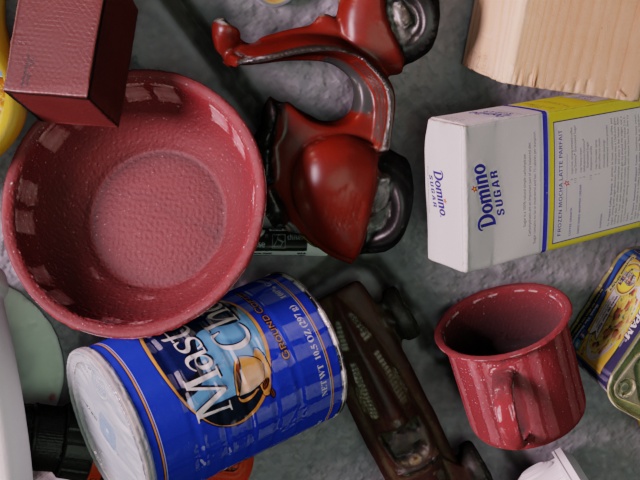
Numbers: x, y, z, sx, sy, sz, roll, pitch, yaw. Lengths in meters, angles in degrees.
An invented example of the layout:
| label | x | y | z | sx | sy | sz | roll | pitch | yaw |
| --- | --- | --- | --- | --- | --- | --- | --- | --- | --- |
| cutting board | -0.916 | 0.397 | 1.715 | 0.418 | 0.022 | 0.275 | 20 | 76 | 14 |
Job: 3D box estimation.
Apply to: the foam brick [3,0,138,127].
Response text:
| label | x | y | z | sx | sy | sz | roll | pitch | yaw |
| --- | --- | --- | --- | --- | --- | --- | --- | --- | --- |
| foam brick | -0.142 | -0.111 | 0.614 | 0.053 | 0.051 | 0.078 | 6 | 79 | 11 |

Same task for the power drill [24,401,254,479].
| label | x | y | z | sx | sy | sz | roll | pitch | yaw |
| --- | --- | --- | --- | --- | --- | --- | --- | --- | --- |
| power drill | -0.137 | 0.198 | 0.680 | 0.184 | 0.057 | 0.187 | 10 | 73 | -17 |

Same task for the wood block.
| label | x | y | z | sx | sy | sz | roll | pitch | yaw |
| --- | --- | --- | --- | --- | --- | --- | --- | --- | --- |
| wood block | 0.159 | -0.196 | 0.645 | 0.090 | 0.090 | 0.206 | 7 | 105 | -11 |

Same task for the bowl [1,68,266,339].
| label | x | y | z | sx | sy | sz | roll | pitch | yaw |
| --- | --- | --- | --- | --- | --- | --- | --- | --- | --- |
| bowl | -0.106 | -0.019 | 0.645 | 0.162 | 0.055 | 0.162 | -2 | 79 | 9 |

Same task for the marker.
| label | x | y | z | sx | sy | sz | roll | pitch | yaw |
| --- | --- | --- | --- | --- | --- | --- | --- | --- | --- |
| marker | -0.055 | 0.001 | 0.700 | 0.121 | 0.020 | 0.020 | 0 | 106 | -10 |

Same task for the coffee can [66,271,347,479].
| label | x | y | z | sx | sy | sz | roll | pitch | yaw |
| --- | --- | --- | --- | --- | --- | --- | --- | --- | --- |
| coffee can | -0.069 | 0.090 | 0.655 | 0.140 | 0.103 | 0.103 | -21 | 111 | -29 |

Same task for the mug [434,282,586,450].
| label | x | y | z | sx | sy | sz | roll | pitch | yaw |
| --- | --- | --- | --- | --- | --- | --- | --- | --- | --- |
| mug | 0.130 | 0.092 | 0.714 | 0.093 | 0.117 | 0.081 | -12 | 115 | 16 |

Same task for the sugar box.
| label | x | y | z | sx | sy | sz | roll | pitch | yaw |
| --- | --- | --- | --- | --- | --- | --- | --- | --- | --- |
| sugar box | 0.148 | -0.044 | 0.683 | 0.175 | 0.048 | 0.093 | -11 | 108 | -27 |
